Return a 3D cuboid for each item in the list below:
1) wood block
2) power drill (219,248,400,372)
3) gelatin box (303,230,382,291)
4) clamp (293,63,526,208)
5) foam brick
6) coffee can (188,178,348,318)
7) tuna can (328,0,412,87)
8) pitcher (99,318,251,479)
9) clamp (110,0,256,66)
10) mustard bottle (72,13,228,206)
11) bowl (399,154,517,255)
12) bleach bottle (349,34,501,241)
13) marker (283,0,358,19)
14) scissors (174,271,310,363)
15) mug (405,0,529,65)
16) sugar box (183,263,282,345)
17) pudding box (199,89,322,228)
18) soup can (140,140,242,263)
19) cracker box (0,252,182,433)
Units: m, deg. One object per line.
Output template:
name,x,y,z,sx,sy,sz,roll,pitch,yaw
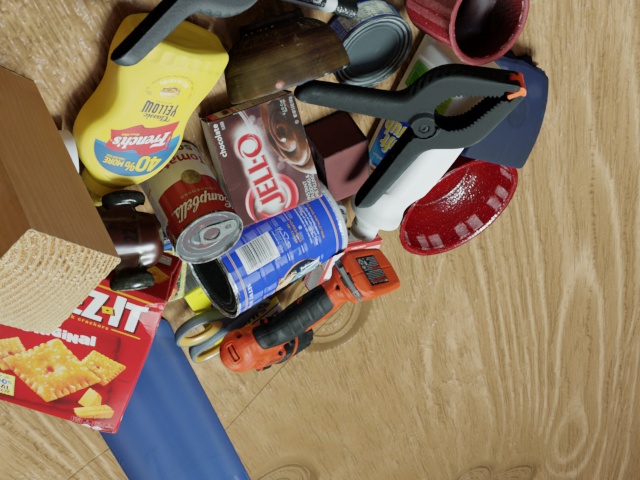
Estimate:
wood block,-0.245,-0.040,0.813,0.090,0.206,0.090,-44,145,18
power drill,-0.005,0.080,1.187,0.188,0.057,0.184,-37,170,21
gelatin box,0.026,0.026,1.294,0.073,0.030,0.089,-11,142,-32
clamp,0.089,-0.122,1.017,0.210,0.036,0.164,-23,131,21
foam brick,0.018,-0.088,1.117,0.051,0.053,0.078,-26,146,-11
coffee can,-0.057,0.001,1.101,0.140,0.103,0.103,-31,149,-23
tuna can,0.043,-0.188,1.021,0.086,0.034,0.086,-22,146,-16
pitcher,-0.173,0.221,1.188,0.145,0.243,0.149,-40,154,10
clamp,-0.104,-0.220,0.839,0.171,0.039,0.120,-29,127,-27
mustard bottle,-0.163,-0.105,0.936,0.096,0.058,0.192,4,133,-41
bowl,0.152,-0.056,1.268,0.162,0.055,0.162,-22,146,-16
bleach bottle,0.099,-0.093,1.128,0.067,0.103,0.251,-5,137,-38
marker,-0.014,-0.216,0.944,0.120,0.020,0.020,6,132,-40
scissors,-0.083,0.070,1.183,0.202,0.016,0.096,-42,149,19
mug,0.137,-0.231,0.990,0.093,0.082,0.117,7,113,-39
sugar box,-0.100,0.069,1.230,0.093,0.048,0.176,-30,146,-5
pudding box,-0.057,-0.079,1.029,0.090,0.039,0.113,-23,110,-17
soup can,-0.125,-0.038,1.015,0.068,0.102,0.068,-22,146,-16
cracker box,-0.244,0.083,1.034,0.164,0.072,0.214,20,130,-9
